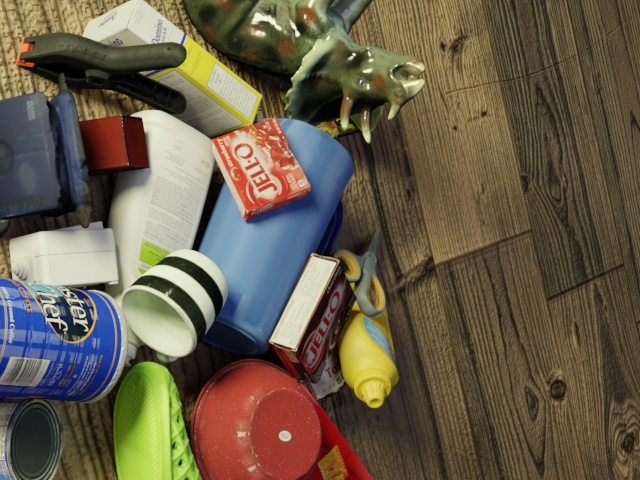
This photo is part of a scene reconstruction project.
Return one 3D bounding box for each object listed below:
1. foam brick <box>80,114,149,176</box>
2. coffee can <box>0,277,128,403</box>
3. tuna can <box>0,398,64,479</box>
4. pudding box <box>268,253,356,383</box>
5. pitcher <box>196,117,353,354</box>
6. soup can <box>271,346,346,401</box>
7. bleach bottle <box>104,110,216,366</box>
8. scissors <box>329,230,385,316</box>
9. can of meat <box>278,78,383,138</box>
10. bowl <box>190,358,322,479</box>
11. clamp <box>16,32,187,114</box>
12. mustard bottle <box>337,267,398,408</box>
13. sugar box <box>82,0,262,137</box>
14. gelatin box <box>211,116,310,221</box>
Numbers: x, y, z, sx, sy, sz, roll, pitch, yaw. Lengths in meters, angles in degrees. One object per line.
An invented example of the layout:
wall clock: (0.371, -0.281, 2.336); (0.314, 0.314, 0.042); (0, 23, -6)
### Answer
foam brick: (-0.215, -0.091, 1.040); (0.053, 0.078, 0.051); (-15, 98, -76)
coffee can: (-0.252, 0.086, 0.919); (0.140, 0.103, 0.103); (14, 73, -50)
tuna can: (-0.268, 0.182, 0.959); (0.086, 0.034, 0.086); (-3, 90, -71)
pudding box: (-0.006, 0.084, 1.136); (0.113, 0.039, 0.090); (-66, 156, -22)
pitcher: (-0.058, 0.001, 1.163); (0.149, 0.145, 0.242); (23, 67, -4)
soup can: (-0.018, 0.126, 1.218); (0.068, 0.069, 0.102); (-37, 110, -42)
bleach bottle: (-0.179, 0.001, 1.083); (0.102, 0.068, 0.251); (29, 66, -39)
scissors: (0.045, 0.016, 1.279); (0.096, 0.016, 0.201); (42, 24, -24)
can of meat: (0.011, -0.170, 1.285); (0.102, 0.084, 0.057); (50, 52, -27)
bowl: (-0.051, 0.198, 1.085); (0.161, 0.055, 0.162); (11, 72, -38)
clamp: (-0.206, -0.172, 1.033); (0.171, 0.120, 0.039); (11, 64, -13)
mustard bottle: (0.052, 0.121, 1.230); (0.096, 0.058, 0.191); (56, 15, -32)
sugar box: (-0.155, -0.175, 1.113); (0.176, 0.094, 0.048); (39, 57, -35)
gelatin box: (-0.062, -0.074, 1.098); (0.073, 0.030, 0.089); (-22, 75, -15)
